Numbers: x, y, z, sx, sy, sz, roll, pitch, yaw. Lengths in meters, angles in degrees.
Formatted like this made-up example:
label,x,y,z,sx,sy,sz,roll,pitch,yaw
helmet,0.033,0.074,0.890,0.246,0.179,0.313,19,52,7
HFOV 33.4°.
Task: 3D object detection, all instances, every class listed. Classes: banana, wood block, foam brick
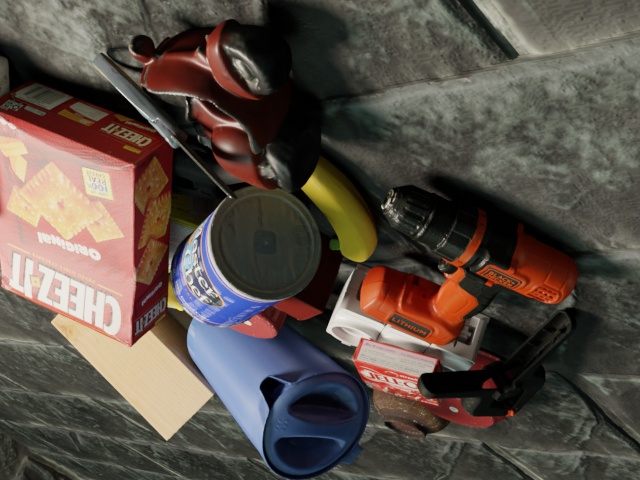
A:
label,x,y,z,sx,sy,sz,roll,pitch,yaw
banana,0.013,-0.026,0.972,0.070,0.037,0.197,11,155,22
wood block,-0.223,0.138,1.343,0.206,0.091,0.090,45,-167,2
foam brick,-0.017,0.034,1.078,0.053,0.078,0.051,30,154,-19

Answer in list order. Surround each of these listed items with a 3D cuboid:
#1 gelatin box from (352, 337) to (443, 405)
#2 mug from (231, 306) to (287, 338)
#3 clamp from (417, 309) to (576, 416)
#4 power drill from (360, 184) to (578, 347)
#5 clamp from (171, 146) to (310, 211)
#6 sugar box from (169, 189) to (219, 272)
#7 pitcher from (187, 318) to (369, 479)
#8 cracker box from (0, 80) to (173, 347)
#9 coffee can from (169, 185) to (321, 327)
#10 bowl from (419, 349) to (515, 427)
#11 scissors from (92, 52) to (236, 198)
label,x,y,z,sx,sy,sz,roll,pitch,yaw
gelatin box,0.083,0.138,1.116,0.089,0.030,0.073,13,155,19
mug,-0.075,0.057,1.172,0.093,0.081,0.117,29,156,-16
clamp,0.177,0.146,1.099,0.164,0.036,0.210,-21,153,-4
power drill,0.108,0.027,0.960,0.184,0.057,0.188,26,152,-13
clamp,-0.098,-0.063,0.987,0.171,0.039,0.120,12,156,12
sugar box,-0.188,0.000,1.109,0.093,0.048,0.177,18,145,-33
pitcher,-0.054,0.161,1.230,0.144,0.149,0.243,-10,-153,-28
cracker box,-0.226,-0.023,1.007,0.164,0.072,0.214,22,128,19
coffee can,-0.071,0.018,0.976,0.102,0.102,0.140,28,158,-13
bowl,0.167,0.176,1.255,0.162,0.055,0.162,19,156,8
scissors,-0.117,-0.085,0.877,0.202,0.016,0.096,45,-179,23
